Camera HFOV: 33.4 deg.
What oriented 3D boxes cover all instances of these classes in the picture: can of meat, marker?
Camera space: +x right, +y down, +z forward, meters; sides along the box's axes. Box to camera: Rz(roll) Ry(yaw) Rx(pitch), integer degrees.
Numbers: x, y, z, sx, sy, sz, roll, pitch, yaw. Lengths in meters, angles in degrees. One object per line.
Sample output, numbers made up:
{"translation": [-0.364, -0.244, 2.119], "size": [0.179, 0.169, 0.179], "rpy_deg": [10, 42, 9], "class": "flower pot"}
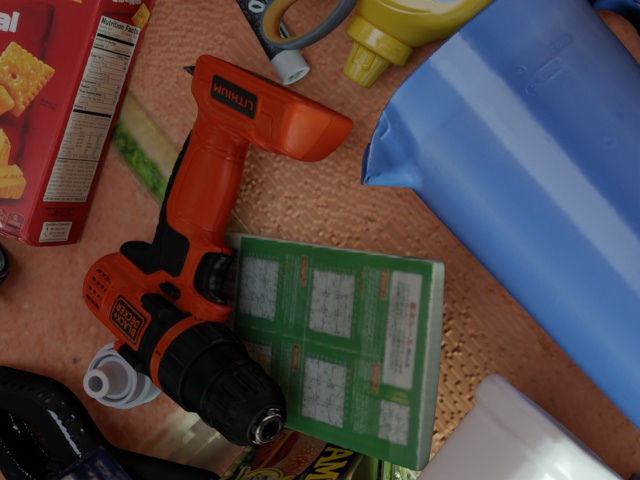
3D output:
{"translation": [-0.005, 0.144, 0.607], "size": [0.084, 0.102, 0.057], "rpy_deg": [-7, 103, 21], "class": "can of meat"}
{"translation": [-0.044, -0.150, 0.647], "size": [0.020, 0.020, 0.121], "rpy_deg": [-32, 83, 17], "class": "marker"}

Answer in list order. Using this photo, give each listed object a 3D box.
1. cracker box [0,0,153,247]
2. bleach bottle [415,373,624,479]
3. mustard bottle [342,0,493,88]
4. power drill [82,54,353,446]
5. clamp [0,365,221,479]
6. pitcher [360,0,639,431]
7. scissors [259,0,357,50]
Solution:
{"translation": [-0.207, -0.122, 0.676], "size": [0.164, 0.072, 0.214], "rpy_deg": [22, 99, 16], "class": "cracker box"}
{"translation": [0.043, 0.191, 0.537], "size": [0.251, 0.102, 0.068], "rpy_deg": [-49, 37, 3], "class": "bleach bottle"}
{"translation": [0.068, -0.170, 0.587], "size": [0.096, 0.058, 0.192], "rpy_deg": [35, 103, 15], "class": "mustard bottle"}
{"translation": [-0.054, 0.001, 0.607], "size": [0.185, 0.057, 0.188], "rpy_deg": [33, 102, 41], "class": "power drill"}
{"translation": [-0.148, 0.144, 0.672], "size": [0.210, 0.036, 0.165], "rpy_deg": [43, 127, 16], "class": "clamp"}
{"translation": [0.153, -0.014, 0.539], "size": [0.243, 0.144, 0.149], "rpy_deg": [50, 122, 6], "class": "pitcher"}
{"translation": [0.032, -0.185, 0.565], "size": [0.202, 0.016, 0.096], "rpy_deg": [-42, 62, 25], "class": "scissors"}
